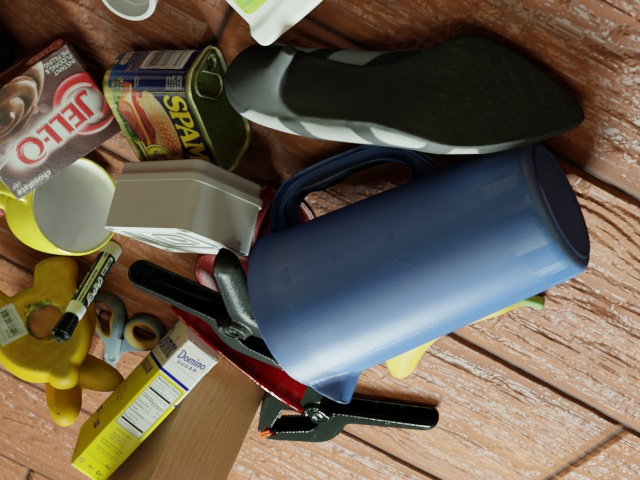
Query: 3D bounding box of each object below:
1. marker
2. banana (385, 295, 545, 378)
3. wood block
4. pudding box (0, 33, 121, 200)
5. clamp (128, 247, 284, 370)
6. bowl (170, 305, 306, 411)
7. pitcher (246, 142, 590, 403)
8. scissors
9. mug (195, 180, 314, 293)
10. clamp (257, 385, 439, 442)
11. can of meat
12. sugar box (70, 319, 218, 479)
[{"bbox_3d":[-0.226,0.050,1.032,0.020,0.121,0.020,14,140,12],"label":"marker"},{"bbox_3d":[0.109,0.080,0.968,0.069,0.037,0.198,38,139,-17],"label":"banana"},{"bbox_3d":[-0.149,0.222,1.124,0.090,0.206,0.090,-21,124,41],"label":"wood block"},{"bbox_3d":[-0.232,-0.102,0.880,0.113,0.039,0.090,-34,125,-2],"label":"pudding box"},{"bbox_3d":[-0.080,0.060,0.903,0.120,0.039,0.171,5,146,38],"label":"clamp"},{"bbox_3d":[-0.064,0.093,1.019,0.162,0.055,0.162,38,176,3],"label":"bowl"},{"bbox_3d":[0.071,0.006,0.817,0.243,0.145,0.149,-24,117,26],"label":"pitcher"},{"bbox_3d":[-0.217,0.128,1.202,0.096,0.016,0.202,15,141,11],"label":"scissors"},{"bbox_3d":[-0.056,0.001,0.924,0.093,0.081,0.117,22,141,2],"label":"mug"},{"bbox_3d":[-0.002,0.163,1.118,0.210,0.036,0.164,-22,123,39],"label":"clamp"},{"bbox_3d":[-0.114,-0.105,0.853,0.084,0.057,0.102,5,138,25],"label":"can of meat"},{"bbox_3d":[-0.177,0.157,1.082,0.048,0.093,0.176,39,96,-14],"label":"sugar box"}]
